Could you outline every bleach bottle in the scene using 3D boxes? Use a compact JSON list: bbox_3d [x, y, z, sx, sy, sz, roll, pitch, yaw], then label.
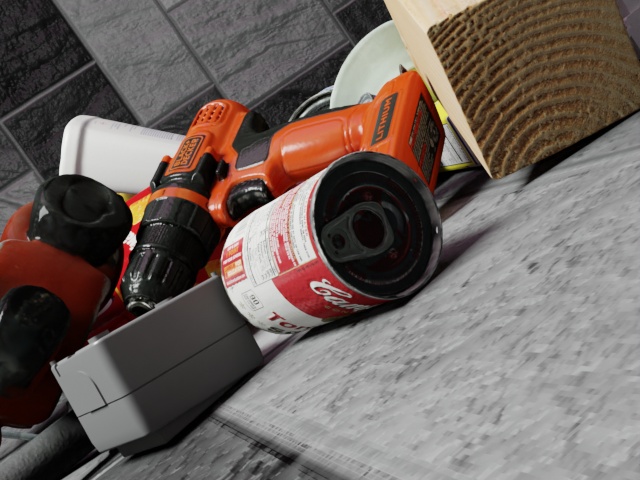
[{"bbox_3d":[-0.112,-0.068,1.012,0.250,0.068,0.102,8,13,-4],"label":"bleach bottle"}]

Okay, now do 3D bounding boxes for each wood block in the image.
[{"bbox_3d":[0.096,-0.126,0.606,0.090,0.091,0.206,-27,25,6],"label":"wood block"}]

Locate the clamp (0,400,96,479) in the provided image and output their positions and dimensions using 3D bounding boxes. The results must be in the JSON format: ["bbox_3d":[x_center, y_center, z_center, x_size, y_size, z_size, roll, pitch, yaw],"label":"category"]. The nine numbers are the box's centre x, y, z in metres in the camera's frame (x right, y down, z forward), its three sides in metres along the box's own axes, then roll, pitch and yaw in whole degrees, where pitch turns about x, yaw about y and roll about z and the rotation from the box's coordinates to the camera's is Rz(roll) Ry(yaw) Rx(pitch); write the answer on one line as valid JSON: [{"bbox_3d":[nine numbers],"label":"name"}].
[{"bbox_3d":[-0.129,0.103,0.596,0.171,0.039,0.120,-40,7,-7],"label":"clamp"}]

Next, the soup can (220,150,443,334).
[{"bbox_3d":[0.002,0.005,0.512,0.068,0.068,0.102,-38,6,-32],"label":"soup can"}]

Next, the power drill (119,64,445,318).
[{"bbox_3d":[-0.025,-0.032,0.657,0.188,0.057,0.184,-8,44,26],"label":"power drill"}]
